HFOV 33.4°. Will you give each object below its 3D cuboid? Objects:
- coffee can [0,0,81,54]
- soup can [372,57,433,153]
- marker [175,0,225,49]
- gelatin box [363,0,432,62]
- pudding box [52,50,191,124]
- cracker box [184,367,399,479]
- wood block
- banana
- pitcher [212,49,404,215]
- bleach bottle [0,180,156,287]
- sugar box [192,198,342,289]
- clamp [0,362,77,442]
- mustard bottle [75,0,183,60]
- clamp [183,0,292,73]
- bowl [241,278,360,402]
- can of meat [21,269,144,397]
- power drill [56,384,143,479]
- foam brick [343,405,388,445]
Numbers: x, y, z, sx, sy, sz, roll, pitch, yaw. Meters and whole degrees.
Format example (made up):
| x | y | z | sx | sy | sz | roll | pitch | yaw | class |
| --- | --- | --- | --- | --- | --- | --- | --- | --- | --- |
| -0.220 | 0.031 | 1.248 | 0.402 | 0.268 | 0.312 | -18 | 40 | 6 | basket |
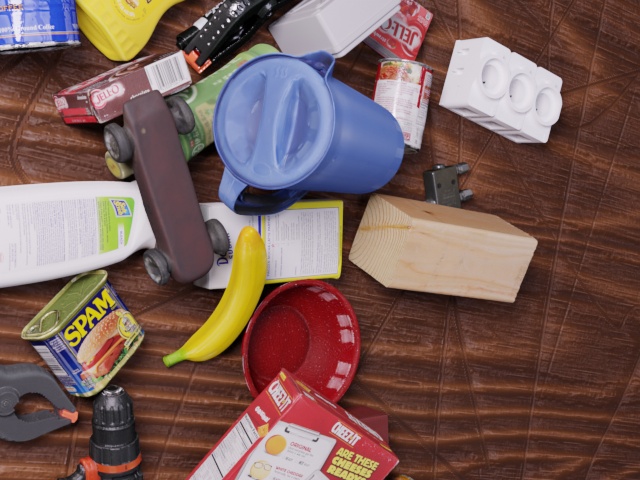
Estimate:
| x | y | z | sx | sy | sz | roll | pitch | yaw | class |
| --- | --- | --- | --- | --- | --- | --- | --- | --- | --- |
| -0.282 | -0.247 | 0.987 | 0.102 | 0.103 | 0.140 | -11 | 100 | -34 | coffee can |
| 0.094 | -0.160 | 1.277 | 0.068 | 0.069 | 0.102 | 11 | 88 | -35 | soup can |
| -0.111 | -0.244 | 1.157 | 0.121 | 0.020 | 0.020 | -44 | 116 | -24 | marker |
| 0.087 | -0.261 | 1.287 | 0.089 | 0.030 | 0.073 | 30 | 77 | -33 | gelatin box |
| -0.197 | -0.152 | 1.062 | 0.113 | 0.090 | 0.039 | -28 | 111 | -31 | pudding box |
| -0.046 | 0.268 | 1.173 | 0.164 | 0.072 | 0.214 | 38 | 94 | -31 | cracker box |
| 0.152 | 0.010 | 1.305 | 0.205 | 0.091 | 0.090 | 9 | 108 | -35 | wood block |
| -0.096 | 0.065 | 1.132 | 0.069 | 0.037 | 0.198 | -6 | 134 | -52 | banana |
| -0.006 | -0.103 | 1.134 | 0.242 | 0.149 | 0.145 | 6 | 77 | -65 | pitcher |
| -0.238 | -0.007 | 1.064 | 0.250 | 0.068 | 0.102 | -5 | 100 | -37 | bleach bottle |
| -0.058 | 0.001 | 1.199 | 0.175 | 0.048 | 0.093 | -2 | 97 | -31 | sugar box |
| -0.313 | 0.142 | 1.034 | 0.171 | 0.039 | 0.120 | 10 | 103 | -40 | clamp |
| -0.171 | -0.279 | 1.088 | 0.191 | 0.058 | 0.096 | -52 | 124 | -21 | mustard bottle |
| -0.062 | -0.257 | 1.148 | 0.210 | 0.164 | 0.036 | -45 | 84 | -2 | clamp |
| -0.033 | 0.121 | 1.220 | 0.161 | 0.055 | 0.162 | -3 | 96 | -35 | bowl |
| -0.234 | 0.094 | 1.068 | 0.102 | 0.058 | 0.084 | -52 | 123 | -38 | can of meat |
| -0.264 | 0.245 | 1.054 | 0.187 | 0.057 | 0.184 | -11 | 111 | -32 | power drill |
| 0.047 | 0.244 | 1.287 | 0.051 | 0.053 | 0.078 | -6 | 98 | -34 | foam brick |
